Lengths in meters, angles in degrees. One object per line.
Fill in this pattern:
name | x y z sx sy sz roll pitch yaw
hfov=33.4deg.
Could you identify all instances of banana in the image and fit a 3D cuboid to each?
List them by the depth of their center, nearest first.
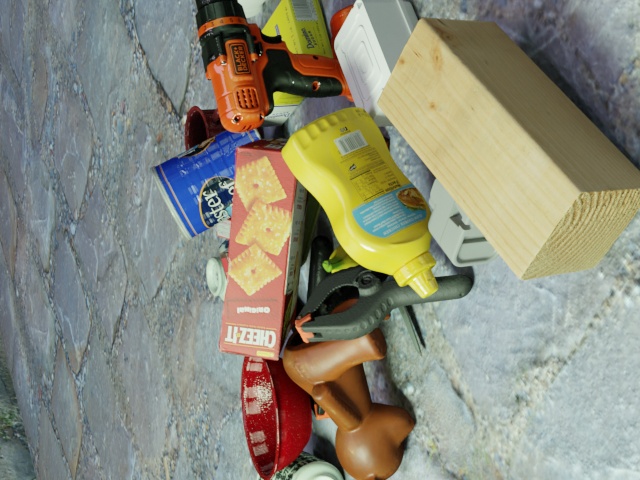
banana | 0.020 0.064 1.171 0.037 0.069 0.198 41 150 28

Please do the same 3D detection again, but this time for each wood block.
wood block | 0.146 -0.076 0.835 0.206 0.090 0.090 55 134 32

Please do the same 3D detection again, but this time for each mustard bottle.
mustard bottle | 0.051 -0.030 0.999 0.192 0.096 0.058 57 144 12

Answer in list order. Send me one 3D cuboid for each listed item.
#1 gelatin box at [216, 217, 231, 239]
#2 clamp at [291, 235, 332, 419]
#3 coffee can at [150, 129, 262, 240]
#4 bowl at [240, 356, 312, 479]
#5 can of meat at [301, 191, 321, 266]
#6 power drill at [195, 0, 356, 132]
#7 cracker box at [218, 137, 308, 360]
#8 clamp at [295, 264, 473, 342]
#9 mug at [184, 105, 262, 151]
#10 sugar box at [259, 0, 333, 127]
gelatin box | -0.086 -0.017 1.379 0.089 0.073 0.030 12 106 63
clamp | -0.014 0.115 1.302 0.165 0.036 0.210 145 119 -63
coffee can | -0.128 -0.077 1.340 0.103 0.140 0.103 62 177 5
bowl | -0.050 0.205 1.286 0.162 0.055 0.162 176 90 -71
can of meat | -0.045 -0.012 1.283 0.084 0.057 0.102 156 131 -71
power drill | -0.036 -0.206 1.109 0.057 0.187 0.184 149 110 -64
cracker box | -0.057 0.001 1.142 0.164 0.072 0.214 -62 -21 -80
clamp | 0.051 0.039 1.041 0.120 0.171 0.039 -112 0 -50
mug | -0.125 -0.143 1.422 0.093 0.081 0.117 67 150 31
sugar box | -0.045 -0.214 1.285 0.176 0.048 0.093 -40 60 58
